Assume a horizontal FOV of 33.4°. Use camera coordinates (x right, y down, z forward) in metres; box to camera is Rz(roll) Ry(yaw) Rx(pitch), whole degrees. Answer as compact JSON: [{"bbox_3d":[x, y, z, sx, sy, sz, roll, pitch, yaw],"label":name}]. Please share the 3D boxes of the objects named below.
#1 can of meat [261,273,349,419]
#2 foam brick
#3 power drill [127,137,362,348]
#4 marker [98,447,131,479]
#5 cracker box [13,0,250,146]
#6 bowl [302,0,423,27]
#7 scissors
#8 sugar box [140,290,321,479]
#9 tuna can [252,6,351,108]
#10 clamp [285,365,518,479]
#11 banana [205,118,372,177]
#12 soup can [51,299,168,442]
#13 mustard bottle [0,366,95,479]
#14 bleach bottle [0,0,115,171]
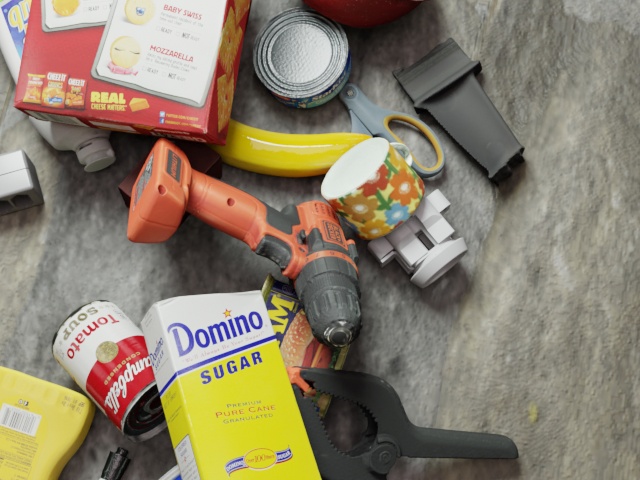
[{"bbox_3d":[-0.022,0.090,0.889,0.084,0.057,0.102,20,77,0],"label":"can of meat"},{"bbox_3d":[-0.129,-0.052,0.922,0.053,0.051,0.078,38,77,8],"label":"foam brick"},{"bbox_3d":[-0.055,0.001,0.834,0.187,0.184,0.057,25,112,-20],"label":"power drill"},{"bbox_3d":[-0.186,0.226,0.867,0.020,0.020,0.121,22,76,3],"label":"marker"},{"bbox_3d":[-0.144,-0.194,0.867,0.164,0.072,0.214,8,86,10],"label":"cracker box"},{"bbox_3d":[0.022,-0.237,0.947,0.162,0.055,0.162,21,33,-15],"label":"bowl"},{"bbox_3d":[0.020,-0.112,0.961,0.202,0.016,0.096,38,80,10],"label":"scissors"},{"bbox_3d":[-0.066,0.125,0.792,0.093,0.048,0.176,-4,64,-32],"label":"sugar box"},{"bbox_3d":[-0.015,-0.162,0.952,0.086,0.033,0.086,-2,77,9],"label":"tuna can"},{"bbox_3d":[0.055,0.166,0.854,0.164,0.036,0.210,-43,103,-15],"label":"clamp"},{"bbox_3d":[-0.053,-0.093,0.936,0.198,0.037,0.069,23,92,7],"label":"banana"},{"bbox_3d":[-0.161,0.103,0.860,0.068,0.068,0.102,-44,61,-11],"label":"soup can"},{"bbox_3d":[-0.257,0.203,0.850,0.096,0.058,0.191,18,76,4],"label":"mustard bottle"},{"bbox_3d":[-0.233,-0.182,0.947,0.102,0.068,0.251,-23,80,-6],"label":"bleach bottle"}]
